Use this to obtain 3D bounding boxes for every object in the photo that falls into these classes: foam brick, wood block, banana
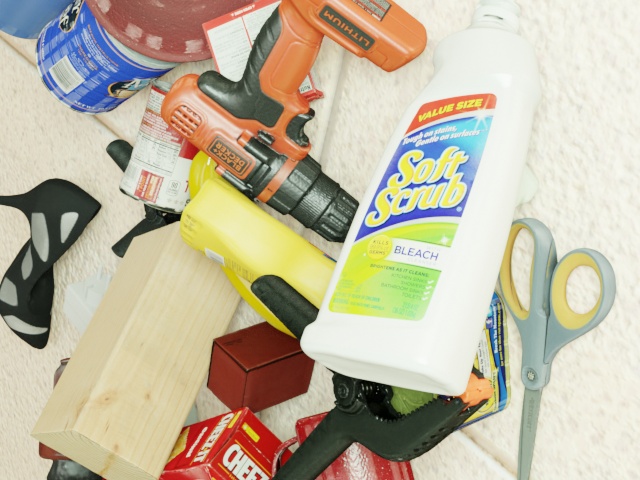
[{"bbox_3d":[-0.051,0.108,0.919,0.053,0.078,0.051,36,128,40],"label":"foam brick"},{"bbox_3d":[-0.153,0.097,0.936,0.091,0.090,0.206,-15,44,50],"label":"wood block"},{"bbox_3d":[-0.068,0.001,0.920,0.070,0.037,0.198,-17,99,53],"label":"banana"}]

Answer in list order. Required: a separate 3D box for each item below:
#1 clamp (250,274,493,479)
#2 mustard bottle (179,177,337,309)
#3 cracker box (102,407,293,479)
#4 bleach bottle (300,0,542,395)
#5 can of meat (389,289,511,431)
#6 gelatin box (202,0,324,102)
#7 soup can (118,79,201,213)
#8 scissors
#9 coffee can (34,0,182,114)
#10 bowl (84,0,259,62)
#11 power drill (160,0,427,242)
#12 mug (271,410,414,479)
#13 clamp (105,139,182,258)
[{"bbox_3d":[0.025,0.110,0.722,0.210,0.036,0.164,2,94,47],"label":"clamp"},{"bbox_3d":[-0.018,0.027,0.839,0.192,0.058,0.096,34,166,9],"label":"mustard bottle"},{"bbox_3d":[-0.083,0.241,0.946,0.164,0.072,0.214,47,143,-14],"label":"cracker box"},{"bbox_3d":[0.072,-0.036,0.660,0.103,0.068,0.250,7,71,34],"label":"bleach bottle"},{"bbox_3d":[0.086,0.084,0.744,0.058,0.083,0.102,8,107,49],"label":"can of meat"},{"bbox_3d":[-0.045,-0.143,0.852,0.073,0.030,0.089,-19,86,16],"label":"gelatin box"},{"bbox_3d":[-0.132,-0.083,0.945,0.069,0.068,0.102,30,104,41],"label":"soup can"},{"bbox_3d":[0.158,0.084,0.712,0.096,0.016,0.202,1,101,50],"label":"scissors"},{"bbox_3d":[-0.185,-0.184,0.975,0.141,0.102,0.103,-19,86,51],"label":"coffee can"},{"bbox_3d":[-0.116,-0.230,0.874,0.055,0.162,0.162,-89,14,-57],"label":"bowl"},{"bbox_3d":[-0.006,-0.100,0.786,0.184,0.057,0.188,36,125,-9],"label":"power drill"},{"bbox_3d":[0.016,0.174,0.840,0.117,0.093,0.081,-17,81,16],"label":"mug"},{"bbox_3d":[-0.156,-0.042,1.032,0.172,0.039,0.120,-1,104,44],"label":"clamp"}]
